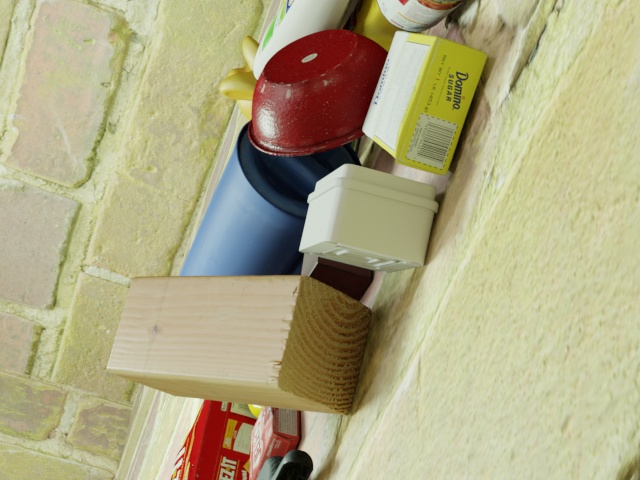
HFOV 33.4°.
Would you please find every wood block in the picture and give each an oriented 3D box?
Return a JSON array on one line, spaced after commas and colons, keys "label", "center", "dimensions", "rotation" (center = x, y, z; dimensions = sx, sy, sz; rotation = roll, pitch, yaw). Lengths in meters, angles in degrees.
[{"label": "wood block", "center": [-0.071, 0.083, 0.885], "dimensions": [0.207, 0.090, 0.091], "rotation": [-2, 68, 42]}]

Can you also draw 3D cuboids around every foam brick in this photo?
[{"label": "foam brick", "center": [0.017, 0.011, 0.926], "dimensions": [0.053, 0.051, 0.078], "rotation": [121, 163, -50]}]

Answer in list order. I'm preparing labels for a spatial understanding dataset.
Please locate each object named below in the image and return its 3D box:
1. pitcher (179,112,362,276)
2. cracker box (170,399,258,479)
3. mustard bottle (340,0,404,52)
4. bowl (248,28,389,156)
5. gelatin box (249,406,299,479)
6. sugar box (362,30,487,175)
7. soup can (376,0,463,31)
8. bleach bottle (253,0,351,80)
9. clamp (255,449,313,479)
[{"label": "pitcher", "center": [-0.057, 0.001, 1.087], "dimensions": [0.243, 0.145, 0.149], "rotation": [-56, 11, 46]}, {"label": "cracker box", "center": [-0.127, 0.271, 1.213], "dimensions": [0.214, 0.072, 0.164], "rotation": [118, 166, -49]}, {"label": "mustard bottle", "center": [0.055, -0.216, 1.066], "dimensions": [0.192, 0.058, 0.096], "rotation": [126, 160, -63]}, {"label": "bowl", "center": [-0.001, -0.145, 0.970], "dimensions": [0.162, 0.162, 0.055], "rotation": [-87, -23, -53]}, {"label": "gelatin box", "center": [-0.045, 0.189, 1.026], "dimensions": [0.089, 0.030, 0.073], "rotation": [-93, 22, -62]}, {"label": "sugar box", "center": [0.076, -0.111, 0.825], "dimensions": [0.176, 0.048, 0.093], "rotation": [-103, 31, -77]}, {"label": "soup can", "center": [0.088, -0.212, 0.860], "dimensions": [0.102, 0.068, 0.068], "rotation": [165, 121, -79]}, {"label": "bleach bottle", "center": [0.010, -0.249, 1.020], "dimensions": [0.251, 0.068, 0.102], "rotation": [-54, 14, 52]}, {"label": "clamp", "center": [-0.040, 0.237, 0.904], "dimensions": [0.171, 0.039, 0.120], "rotation": [123, 166, -77]}]
